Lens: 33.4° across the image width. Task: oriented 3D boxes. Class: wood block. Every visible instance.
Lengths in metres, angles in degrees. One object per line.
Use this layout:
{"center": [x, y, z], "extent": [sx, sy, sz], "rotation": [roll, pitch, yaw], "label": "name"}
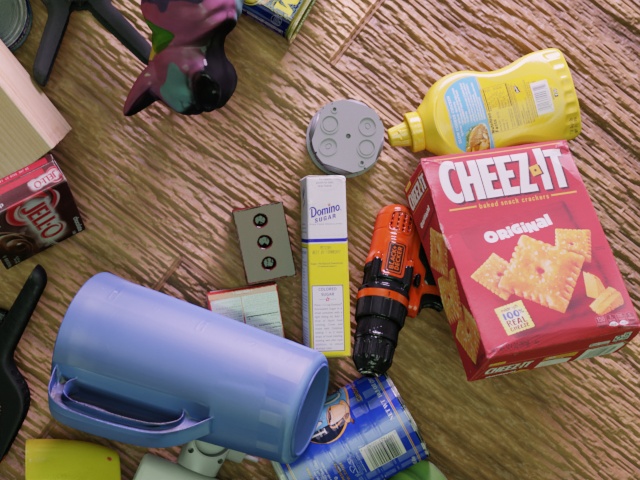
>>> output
{"center": [-0.345, -0.154, 1.018], "extent": [0.091, 0.090, 0.206], "rotation": [-34, 105, 11], "label": "wood block"}

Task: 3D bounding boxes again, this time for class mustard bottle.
{"center": [0.162, -0.128, 1.089], "extent": [0.191, 0.058, 0.096], "rotation": [-15, 90, -3], "label": "mustard bottle"}

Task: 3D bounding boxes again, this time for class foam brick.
{"center": [-0.057, 0.001, 1.083], "extent": [0.053, 0.051, 0.078], "rotation": [-12, 92, -3], "label": "foam brick"}

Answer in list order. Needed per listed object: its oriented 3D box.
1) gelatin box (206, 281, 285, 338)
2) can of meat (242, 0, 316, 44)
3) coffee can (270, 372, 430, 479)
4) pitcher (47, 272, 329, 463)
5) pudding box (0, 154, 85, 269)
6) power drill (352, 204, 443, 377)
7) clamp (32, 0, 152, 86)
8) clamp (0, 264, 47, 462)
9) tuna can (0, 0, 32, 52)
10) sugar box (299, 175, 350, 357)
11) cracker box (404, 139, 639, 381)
{"center": [-0.074, 0.092, 1.095], "extent": [0.073, 0.030, 0.089], "rotation": [-9, 92, -4], "label": "gelatin box"}
{"center": [-0.041, -0.264, 1.077], "extent": [0.084, 0.057, 0.102], "rotation": [30, 90, -1], "label": "can of meat"}
{"center": [0.024, 0.203, 1.066], "extent": [0.140, 0.103, 0.103], "rotation": [-28, 93, -3], "label": "coffee can"}
{"center": [-0.124, 0.130, 1.001], "extent": [0.243, 0.145, 0.149], "rotation": [16, 78, 15], "label": "pitcher"}
{"center": [-0.283, -0.026, 1.032], "extent": [0.090, 0.113, 0.039], "rotation": [-28, 72, -13], "label": "pudding box"}
{"center": [0.129, 0.066, 1.066], "extent": [0.187, 0.057, 0.184], "rotation": [15, 66, -7], "label": "power drill"}
{"center": [-0.234, -0.241, 1.073], "extent": [0.120, 0.039, 0.171], "rotation": [-5, 86, -20], "label": "clamp"}
{"center": [-0.332, 0.124, 1.066], "extent": [0.164, 0.036, 0.210], "rotation": [-12, 99, 6], "label": "clamp"}
{"center": [-0.335, -0.227, 1.072], "extent": [0.086, 0.034, 0.086], "rotation": [0, 91, -3], "label": "tuna can"}
{"center": [0.005, 0.024, 1.066], "extent": [0.048, 0.093, 0.176], "rotation": [1, 92, -5], "label": "sugar box"}
{"center": [0.192, 0.015, 1.032], "extent": [0.164, 0.072, 0.214], "rotation": [-8, 66, -16], "label": "cracker box"}
